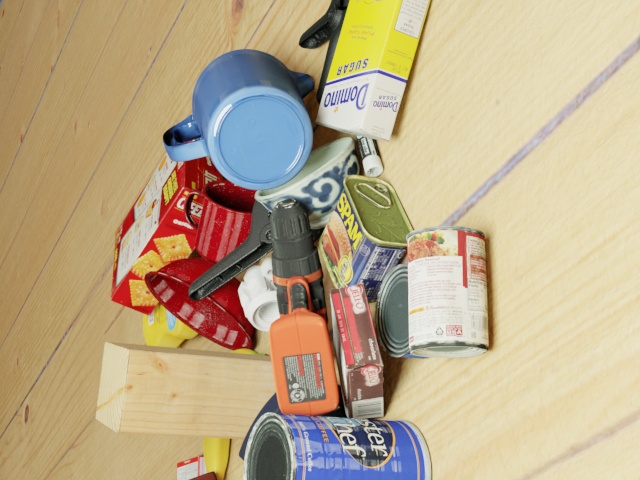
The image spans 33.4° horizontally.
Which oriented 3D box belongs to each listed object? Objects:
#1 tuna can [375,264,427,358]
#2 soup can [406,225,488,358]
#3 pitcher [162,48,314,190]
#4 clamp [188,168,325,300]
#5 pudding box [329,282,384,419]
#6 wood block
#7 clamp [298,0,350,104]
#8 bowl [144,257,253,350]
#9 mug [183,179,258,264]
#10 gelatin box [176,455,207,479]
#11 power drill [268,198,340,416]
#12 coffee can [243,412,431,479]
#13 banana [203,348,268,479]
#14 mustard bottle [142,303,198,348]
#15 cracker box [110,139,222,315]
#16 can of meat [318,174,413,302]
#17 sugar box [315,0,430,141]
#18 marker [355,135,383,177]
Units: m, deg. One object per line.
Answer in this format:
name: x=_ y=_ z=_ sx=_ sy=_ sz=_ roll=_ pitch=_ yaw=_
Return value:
tuna can: x=0.086 y=0.066 z=0.984 sx=0.086 sy=0.033 sz=0.086 roll=-27 pitch=59 yaw=58
soup can: x=0.108 y=0.045 z=0.910 sx=0.069 sy=0.068 sz=0.102 roll=-25 pitch=61 yaw=59
pitcher: x=-0.084 y=-0.128 z=1.178 sx=0.149 sy=0.145 sz=0.243 roll=-64 pitch=13 yaw=11
clamp: x=-0.058 y=0.001 z=1.209 sx=0.165 sy=0.036 sz=0.210 roll=13 pitch=79 yaw=30
pudding box: x=0.035 y=0.108 z=1.016 sx=0.113 sy=0.039 sz=0.090 roll=87 pitch=173 yaw=-55
wood block: x=-0.134 y=0.170 z=1.196 sx=0.091 sy=0.205 sz=0.090 roll=4 pitch=86 yaw=63
clamp: x=0.026 y=-0.234 z=1.180 sx=0.172 sy=0.039 sz=0.120 roll=-54 pitch=43 yaw=46
bowl: x=-0.139 y=0.071 z=1.332 sx=0.055 sy=0.162 sz=0.162 roll=-55 pitch=19 yaw=-22
mug: x=-0.121 y=-0.024 z=1.335 sx=0.093 sy=0.117 sz=0.081 roll=-41 pitch=-30 yaw=-61
gelatin box: x=-0.162 y=0.331 z=1.398 sx=0.073 sy=0.030 sz=0.089 roll=-32 pitch=55 yaw=55
power drill: x=-0.019 y=0.069 z=1.037 sx=0.187 sy=0.057 sz=0.184 roll=-91 pitch=-9 yaw=-69
coffee can: x=0.015 y=0.210 z=0.965 sx=0.103 sy=0.140 sz=0.103 roll=-28 pitch=58 yaw=58
banana: x=-0.118 y=0.209 z=1.337 sx=0.070 sy=0.037 sz=0.198 roll=52 pitch=128 yaw=55
mustard bottle: x=-0.190 y=0.092 z=1.489 sx=0.192 sy=0.058 sz=0.096 roll=-33 pitch=48 yaw=56
cracker box: x=-0.214 y=-0.027 z=1.493 sx=0.214 sy=0.072 sz=0.164 roll=-52 pitch=26 yaw=27
can of meat: x=0.043 y=-0.001 z=1.062 sx=0.102 sy=0.057 sz=0.084 roll=-111 pitch=36 yaw=-45
sugar box: x=0.055 y=-0.194 z=1.085 sx=0.093 sy=0.048 sz=0.176 roll=21 pitch=94 yaw=58
marker: x=0.045 y=-0.118 z=1.132 sx=0.020 sy=0.020 sz=0.121 roll=-54 pitch=38 yaw=43
